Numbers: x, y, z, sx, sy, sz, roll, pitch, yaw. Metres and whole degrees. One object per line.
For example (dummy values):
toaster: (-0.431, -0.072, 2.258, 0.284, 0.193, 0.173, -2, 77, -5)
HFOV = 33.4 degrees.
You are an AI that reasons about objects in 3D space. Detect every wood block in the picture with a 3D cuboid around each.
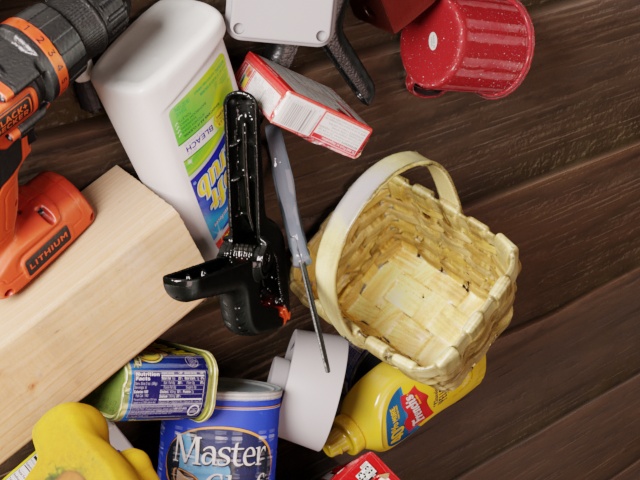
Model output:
wood block: (-0.190, 0.052, 0.772, 0.206, 0.091, 0.090, -40, 136, -17)

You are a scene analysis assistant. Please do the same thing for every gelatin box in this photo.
gelatin box: (-0.013, -0.101, 0.805, 0.089, 0.073, 0.030, 20, 111, -39)

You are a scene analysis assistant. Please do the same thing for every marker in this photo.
marker: (-0.169, -0.139, 0.723, 0.020, 0.020, 0.121, -32, 134, -24)

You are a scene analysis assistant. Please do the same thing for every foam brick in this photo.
foam brick: (0.049, -0.214, 0.854, 0.051, 0.053, 0.078, -44, 136, -13)

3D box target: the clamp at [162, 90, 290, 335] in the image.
clamp: (-0.055, 0.001, 0.796, 0.210, 0.036, 0.164, 63, 37, -63)

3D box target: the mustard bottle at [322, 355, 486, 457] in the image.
mustard bottle: (0.079, 0.155, 1.059, 0.191, 0.058, 0.096, -31, 138, -25)

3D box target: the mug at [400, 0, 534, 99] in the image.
mug: (0.118, -0.165, 0.934, 0.081, 0.093, 0.117, -3, 153, -37)

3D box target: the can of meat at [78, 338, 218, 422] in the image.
can of meat: (-0.145, 0.110, 0.842, 0.083, 0.102, 0.057, 6, 90, -42)

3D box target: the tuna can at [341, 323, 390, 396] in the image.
tuna can: (0.053, 0.127, 1.089, 0.086, 0.034, 0.086, -23, 129, -32)

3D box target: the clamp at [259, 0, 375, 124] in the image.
clamp: (-0.020, -0.164, 0.832, 0.120, 0.039, 0.171, -27, 125, -22)

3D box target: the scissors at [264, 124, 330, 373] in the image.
scissors: (-0.019, -0.006, 0.824, 0.016, 0.202, 0.096, -13, 146, -2)

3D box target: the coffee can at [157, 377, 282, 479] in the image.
coffee can: (-0.088, 0.192, 0.912, 0.102, 0.103, 0.140, 5, 88, -45)

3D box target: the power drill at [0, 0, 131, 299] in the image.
power drill: (-0.187, -0.061, 0.675, 0.184, 0.057, 0.188, -45, 161, -30)

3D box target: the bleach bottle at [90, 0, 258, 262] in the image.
bleach bottle: (-0.087, -0.055, 0.821, 0.102, 0.068, 0.251, -52, 145, -26)
